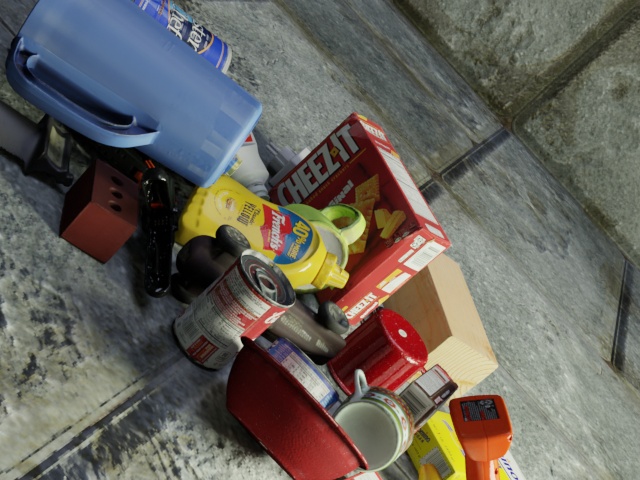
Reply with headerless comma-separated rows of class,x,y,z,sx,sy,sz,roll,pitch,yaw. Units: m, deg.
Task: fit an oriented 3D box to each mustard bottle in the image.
mustard bottle,-0.057,0.001,1.150,0.191,0.058,0.096,28,44,-6

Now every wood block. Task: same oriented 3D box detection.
wood block,0.145,0.101,1.395,0.090,0.090,0.206,34,25,-30

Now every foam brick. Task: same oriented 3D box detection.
foam brick,-0.207,-0.028,1.002,0.053,0.051,0.078,35,24,-28

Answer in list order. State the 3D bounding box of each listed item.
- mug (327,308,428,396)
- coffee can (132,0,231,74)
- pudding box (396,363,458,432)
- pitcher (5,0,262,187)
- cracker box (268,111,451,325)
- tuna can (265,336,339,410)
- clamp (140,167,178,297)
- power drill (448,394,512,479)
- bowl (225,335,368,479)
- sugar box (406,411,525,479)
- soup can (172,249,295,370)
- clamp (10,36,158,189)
mug,0.075,0.139,1.201,0.117,0.082,0.093,45,21,-4
coffee can,-0.189,-0.228,1.250,0.140,0.103,0.103,35,24,-31
pudding box,0.082,0.183,1.093,0.039,0.114,0.090,48,20,10
pitcher,-0.187,-0.155,1.075,0.242,0.149,0.145,35,-5,-8
cracker box,0.041,-0.029,1.325,0.072,0.164,0.214,26,29,-48
tuna can,-0.022,0.134,1.034,0.086,0.033,0.086,45,-13,12
clamp,-0.156,-0.011,1.040,0.039,0.120,0.171,5,4,-4
power drill,0.165,0.261,1.055,0.184,0.057,0.188,-92,177,-74
bowl,-0.033,0.160,0.938,0.162,0.055,0.162,44,-12,12
sugar box,0.166,0.249,1.230,0.175,0.048,0.093,20,34,-48
soup can,-0.082,0.066,1.000,0.068,0.102,0.068,39,22,-20
clamp,-0.232,-0.138,1.174,0.210,0.036,0.164,51,21,21
